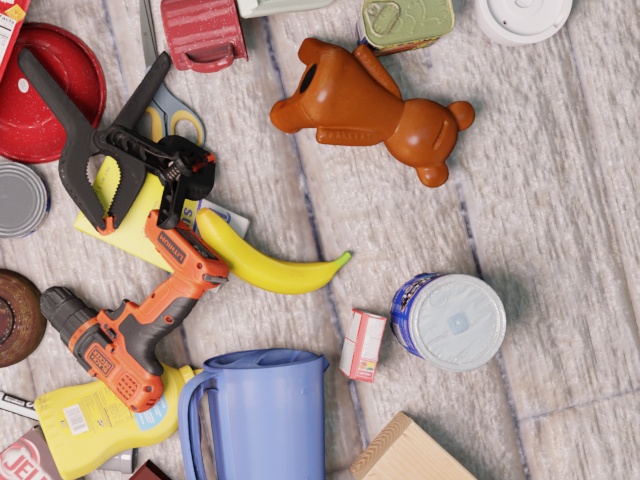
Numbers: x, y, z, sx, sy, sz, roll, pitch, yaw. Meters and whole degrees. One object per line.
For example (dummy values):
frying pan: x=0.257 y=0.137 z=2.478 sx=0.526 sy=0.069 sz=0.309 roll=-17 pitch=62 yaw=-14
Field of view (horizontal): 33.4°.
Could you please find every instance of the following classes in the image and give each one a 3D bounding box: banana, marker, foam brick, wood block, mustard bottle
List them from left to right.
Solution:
marker: x=-0.313 y=0.194 z=1.194 sx=0.121 sy=0.020 sz=0.020 roll=20 pitch=87 yaw=-5
mustard bottle: x=-0.208 y=0.183 z=1.173 sx=0.191 sy=0.058 sz=0.096 roll=-21 pitch=61 yaw=-16
foam brick: x=-0.201 y=0.291 z=1.187 sx=0.053 sy=0.051 sz=0.078 roll=43 pitch=86 yaw=-3
banana: x=-0.060 y=0.020 z=1.185 sx=0.197 sy=0.037 sz=0.069 roll=17 pitch=89 yaw=-31
wood block: x=0.142 y=0.298 z=1.198 sx=0.206 sy=0.090 sz=0.091 roll=43 pitch=85 yaw=-3

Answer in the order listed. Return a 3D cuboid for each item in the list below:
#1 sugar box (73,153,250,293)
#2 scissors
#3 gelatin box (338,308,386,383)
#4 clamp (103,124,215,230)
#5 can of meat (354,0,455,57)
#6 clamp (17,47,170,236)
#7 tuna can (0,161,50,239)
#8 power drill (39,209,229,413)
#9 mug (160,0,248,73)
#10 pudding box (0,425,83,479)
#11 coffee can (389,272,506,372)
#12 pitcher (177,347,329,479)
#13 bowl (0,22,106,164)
sugar box: x=-0.176 y=-0.018 z=1.196 sx=0.176 sy=0.048 sz=0.093 roll=25 pitch=87 yaw=-3
scissors: x=-0.171 y=-0.179 z=1.214 sx=0.096 sy=0.016 sz=0.202 roll=8 pitch=89 yaw=-7
gelatin box: x=0.047 y=0.116 z=1.192 sx=0.030 sy=0.089 sz=0.073 roll=12 pitch=88 yaw=-6
clamp: x=-0.154 y=-0.066 z=1.133 sx=0.039 sy=0.171 sz=0.120 roll=-27 pitch=81 yaw=25
can of meat: x=0.092 y=-0.244 z=1.203 sx=0.102 sy=0.084 sz=0.057 roll=-12 pitch=90 yaw=-5
clamp: x=-0.246 y=-0.111 z=1.146 sx=0.164 sy=0.036 sz=0.210 roll=4 pitch=83 yaw=-21
tuna can: x=-0.345 y=-0.044 z=1.187 sx=0.086 sy=0.034 sz=0.086 roll=0 pitch=89 yaw=-5
power drill: x=-0.199 y=0.061 z=1.138 sx=0.184 sy=0.057 sz=0.188 roll=41 pitch=103 yaw=20
mug: x=-0.127 y=-0.226 z=1.175 sx=0.081 sy=0.093 sz=0.117 roll=-13 pitch=54 yaw=0
pudding box: x=-0.316 y=0.276 z=1.183 sx=0.090 sy=0.039 sz=0.113 roll=-40 pitch=93 yaw=-5
coffee can: x=0.137 y=0.087 z=1.174 sx=0.102 sy=0.140 sz=0.103 roll=0 pitch=89 yaw=-5
pitcher: x=-0.063 y=0.242 z=1.160 sx=0.149 sy=0.145 sz=0.243 roll=-3 pitch=92 yaw=8
bowl: x=-0.321 y=-0.167 z=1.181 sx=0.162 sy=0.055 sz=0.162 roll=0 pitch=89 yaw=-5
